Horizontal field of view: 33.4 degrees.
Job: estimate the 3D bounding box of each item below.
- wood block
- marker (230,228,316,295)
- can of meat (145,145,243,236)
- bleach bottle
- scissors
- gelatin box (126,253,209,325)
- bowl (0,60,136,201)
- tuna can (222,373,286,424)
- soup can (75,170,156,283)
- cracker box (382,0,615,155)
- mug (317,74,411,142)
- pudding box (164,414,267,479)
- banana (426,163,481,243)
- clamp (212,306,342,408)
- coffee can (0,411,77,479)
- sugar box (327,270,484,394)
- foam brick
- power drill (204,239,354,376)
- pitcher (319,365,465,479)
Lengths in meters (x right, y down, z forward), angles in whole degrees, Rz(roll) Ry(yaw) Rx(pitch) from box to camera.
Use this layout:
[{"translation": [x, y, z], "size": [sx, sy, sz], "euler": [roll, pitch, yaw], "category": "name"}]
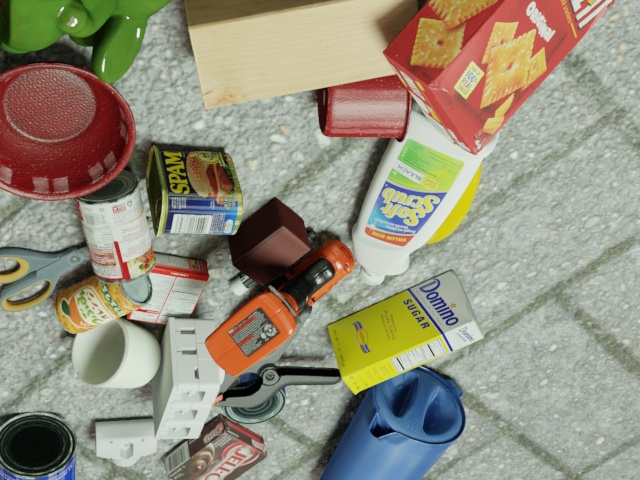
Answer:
[{"translation": [-0.018, -0.200, 0.996], "size": [0.206, 0.090, 0.091], "euler": [-11, 133, -4], "category": "wood block"}, {"translation": [-0.054, 0.024, 1.241], "size": [0.121, 0.020, 0.020], "euler": [-36, 131, 17], "category": "marker"}, {"translation": [-0.130, -0.050, 1.098], "size": [0.083, 0.102, 0.057], "euler": [2, 131, -19], "category": "can of meat"}, {"translation": [0.101, -0.040, 1.174], "size": [0.102, 0.068, 0.251], "euler": [26, 132, 5], "category": "bleach bottle"}, {"translation": [-0.289, 0.011, 1.170], "size": [0.202, 0.016, 0.096], "euler": [-36, 130, 17], "category": "scissors"}, {"translation": [-0.178, 0.058, 1.232], "size": [0.073, 0.030, 0.089], "euler": [11, 128, -25], "category": "gelatin box"}, {"translation": [-0.261, -0.116, 1.033], "size": [0.162, 0.055, 0.162], "euler": [-7, 133, -8], "category": "bowl"}, {"translation": [-0.088, 0.200, 1.383], "size": [0.086, 0.034, 0.086], "euler": [-7, 133, -8], "category": "tuna can"}, {"translation": [-0.215, -0.015, 1.119], "size": [0.068, 0.068, 0.102], "euler": [-10, 123, -6], "category": "soup can"}, {"translation": [0.172, -0.199, 0.981], "size": [0.214, 0.072, 0.164], "euler": [-48, 151, 1], "category": "cracker box"}, {"translation": [0.040, -0.142, 1.077], "size": [0.081, 0.093, 0.117], "euler": [-1, 168, -8], "category": "mug"}, {"translation": [-0.143, 0.294, 1.451], "size": [0.114, 0.039, 0.090], "euler": [-37, 131, 19], "category": "pudding box"}, {"translation": [0.144, -0.062, 1.202], "size": [0.069, 0.037, 0.198], "euler": [6, 130, -20], "category": "banana"}, {"translation": [-0.063, 0.149, 1.318], "size": [0.171, 0.039, 0.120], "euler": [-19, 108, -9], "category": "clamp"}, {"translation": [-0.363, 0.302, 1.357], "size": [0.102, 0.103, 0.140], "euler": [0, 131, -15], "category": "coffee can"}, {"translation": [0.102, 0.112, 1.312], "size": [0.176, 0.093, 0.048], "euler": [-27, 133, 9], "category": "sugar box"}, {"translation": [-0.058, 0.001, 1.197], "size": [0.078, 0.053, 0.051], "euler": [-37, 130, 20], "category": "foam brick"}, {"translation": [-0.057, 0.082, 1.194], "size": [0.185, 0.187, 0.057], "euler": [-41, 92, 25], "category": "power drill"}, {"translation": [0.094, 0.286, 1.457], "size": [0.149, 0.145, 0.243], "euler": [17, 130, -13], "category": "pitcher"}]
